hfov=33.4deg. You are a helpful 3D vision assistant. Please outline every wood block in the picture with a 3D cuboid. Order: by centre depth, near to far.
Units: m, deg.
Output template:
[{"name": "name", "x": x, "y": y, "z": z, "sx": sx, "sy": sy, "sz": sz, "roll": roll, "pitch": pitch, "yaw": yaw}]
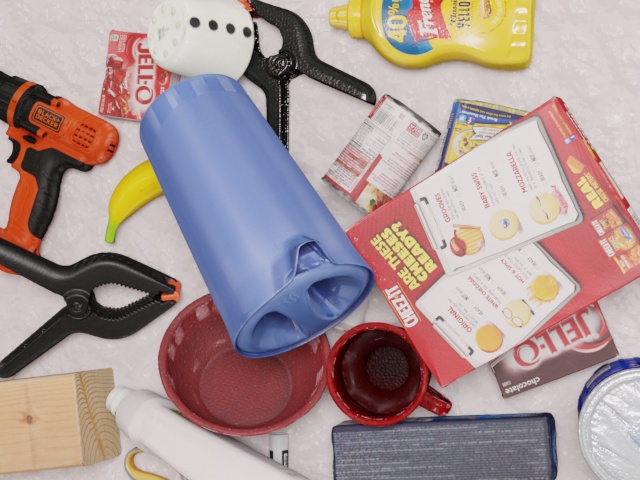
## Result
[{"name": "wood block", "x": -0.317, "y": 0.186, "z": 1.071, "sx": 0.206, "sy": 0.090, "sz": 0.091, "roll": -8, "pitch": 85, "yaw": 13}]

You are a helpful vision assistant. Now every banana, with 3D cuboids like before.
[{"name": "banana", "x": -0.133, "y": -0.058, "z": 1.065, "sx": 0.198, "sy": 0.037, "sz": 0.069, "roll": -17, "pitch": 98, "yaw": 13}]

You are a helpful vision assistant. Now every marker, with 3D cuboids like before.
[{"name": "marker", "x": -0.040, "y": 0.249, "z": 1.038, "sx": 0.020, "sy": 0.020, "sz": 0.121, "roll": -1, "pitch": 88, "yaw": 13}]

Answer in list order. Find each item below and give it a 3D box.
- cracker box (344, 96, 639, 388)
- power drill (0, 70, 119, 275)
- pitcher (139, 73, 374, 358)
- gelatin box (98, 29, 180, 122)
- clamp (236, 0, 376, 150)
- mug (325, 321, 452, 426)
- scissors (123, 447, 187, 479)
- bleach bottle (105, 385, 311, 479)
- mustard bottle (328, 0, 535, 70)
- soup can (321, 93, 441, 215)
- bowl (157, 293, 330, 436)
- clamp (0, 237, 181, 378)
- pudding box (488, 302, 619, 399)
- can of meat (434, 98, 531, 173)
[{"name": "cracker box", "x": 0.156, "y": 0.001, "z": 0.919, "sx": 0.214, "sy": 0.072, "sz": 0.164, "roll": -33, "pitch": 86, "yaw": 19}, {"name": "power drill", "x": -0.319, "y": -0.072, "z": 1.097, "sx": 0.184, "sy": 0.057, "sz": 0.188, "roll": 26, "pitch": 94, "yaw": 13}, {"name": "pitcher", "x": -0.068, "y": -0.022, "z": 0.950, "sx": 0.149, "sy": 0.144, "sz": 0.243, "roll": -42, "pitch": 63, "yaw": 21}, {"name": "gelatin box", "x": -0.181, "y": -0.165, "z": 1.081, "sx": 0.073, "sy": 0.030, "sz": 0.089, "roll": 9, "pitch": 90, "yaw": 13}, {"name": "clamp", "x": -0.023, "y": -0.170, "z": 1.040, "sx": 0.120, "sy": 0.039, "sz": 0.171, "roll": -24, "pitch": 82, "yaw": 9}, {"name": "mug", "x": 0.069, "y": 0.126, "z": 0.984, "sx": 0.117, "sy": 0.081, "sz": 0.093, "roll": 27, "pitch": 94, "yaw": 13}, {"name": "scissors", "x": -0.117, "y": 0.274, "z": 1.049, "sx": 0.202, "sy": 0.016, "sz": 0.096, "roll": 28, "pitch": 99, "yaw": 19}, {"name": "bleach bottle", "x": -0.104, "y": 0.207, "z": 1.012, "sx": 0.251, "sy": 0.102, "sz": 0.068, "roll": 25, "pitch": 80, "yaw": 31}, {"name": "mustard bottle", "x": 0.103, "y": -0.210, "z": 1.001, "sx": 0.192, "sy": 0.058, "sz": 0.096, "roll": 3, "pitch": 89, "yaw": 14}, {"name": "soup can", "x": 0.057, "y": -0.079, "z": 1.002, "sx": 0.068, "sy": 0.068, "sz": 0.102, "roll": 38, "pitch": 96, "yaw": 12}, {"name": "bowl", "x": -0.071, "y": 0.124, "z": 1.009, "sx": 0.162, "sy": 0.055, "sz": 0.162, "roll": 1, "pitch": 53, "yaw": -2}, {"name": "clamp", "x": -0.246, "y": 0.050, "z": 1.057, "sx": 0.210, "sy": 0.036, "sz": 0.164, "roll": -11, "pitch": 116, "yaw": 2}, {"name": "pudding box", "x": 0.203, "y": 0.083, "z": 0.976, "sx": 0.113, "sy": 0.039, "sz": 0.090, "roll": -23, "pitch": 83, "yaw": 12}, {"name": "can of meat", "x": 0.160, "y": -0.079, "z": 0.984, "sx": 0.102, "sy": 0.057, "sz": 0.084, "roll": 15, "pitch": 90, "yaw": 14}]
